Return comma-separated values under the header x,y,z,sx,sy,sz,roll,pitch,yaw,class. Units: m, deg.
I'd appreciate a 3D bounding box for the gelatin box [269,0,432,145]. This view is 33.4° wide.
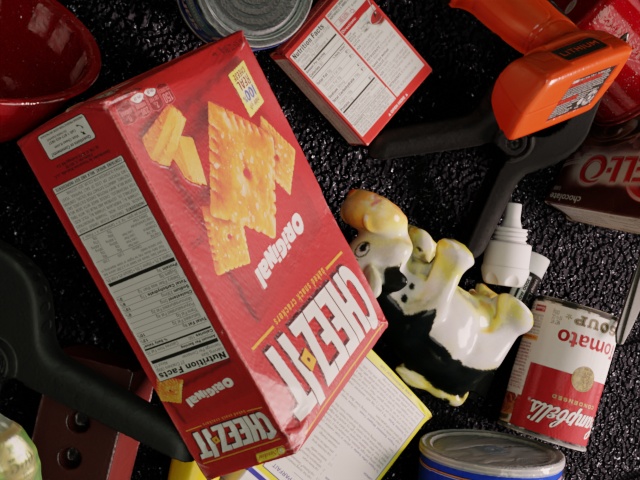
x,y,z,sx,sy,sz,roll,pitch,yaw,class
0.021,-0.120,0.722,0.089,0.030,0.073,45,77,-22,gelatin box

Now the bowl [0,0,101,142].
x,y,z,sx,sy,sz,roll,pitch,yaw,class
-0.203,-0.096,0.569,0.161,0.162,0.055,10,124,-26,bowl

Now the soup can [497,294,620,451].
x,y,z,sx,sy,sz,roll,pitch,yaw,class
0.180,0.099,0.801,0.068,0.069,0.102,19,86,-26,soup can

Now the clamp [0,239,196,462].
x,y,z,sx,sy,sz,roll,pitch,yaw,class
-0.190,0.079,0.609,0.164,0.036,0.210,-35,87,4,clamp

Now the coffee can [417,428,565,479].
x,y,z,sx,sy,sz,roll,pitch,yaw,class
0.116,0.216,0.762,0.102,0.103,0.140,3,94,-26,coffee can

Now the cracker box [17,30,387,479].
x,y,z,sx,sy,sz,roll,pitch,yaw,class
-0.054,0.001,0.619,0.213,0.072,0.164,63,30,-10,cracker box

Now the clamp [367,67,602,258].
x,y,z,sx,sy,sz,roll,pitch,yaw,class
0.132,-0.063,0.749,0.171,0.039,0.120,-29,120,11,clamp

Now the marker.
x,y,z,sx,sy,sz,roll,pitch,yaw,class
0.139,0.065,0.805,0.020,0.020,0.121,30,82,-25,marker

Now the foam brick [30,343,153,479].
x,y,z,sx,sy,sz,roll,pitch,yaw,class
-0.138,0.107,0.646,0.053,0.051,0.078,13,89,9,foam brick

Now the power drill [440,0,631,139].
x,y,z,sx,sy,sz,roll,pitch,yaw,class
0.089,-0.150,0.671,0.184,0.057,0.188,-23,64,-37,power drill

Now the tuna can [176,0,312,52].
x,y,z,sx,sy,sz,roll,pitch,yaw,class
-0.048,-0.164,0.682,0.086,0.034,0.086,-3,97,-26,tuna can

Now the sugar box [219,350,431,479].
x,y,z,sx,sy,sz,roll,pitch,yaw,class
-0.012,0.154,0.727,0.176,0.048,0.093,-48,115,-10,sugar box
